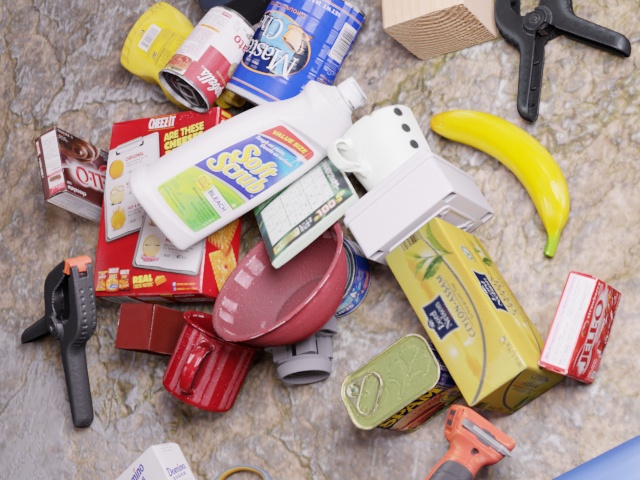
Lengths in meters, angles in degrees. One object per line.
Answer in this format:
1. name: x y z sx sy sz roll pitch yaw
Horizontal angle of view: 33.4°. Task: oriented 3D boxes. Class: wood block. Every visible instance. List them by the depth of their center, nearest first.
1. wood block: 0.117 -0.306 1.104 0.090 0.090 0.206 -12 71 30

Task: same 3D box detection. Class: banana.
1. banana: 0.181 -0.076 1.033 0.070 0.037 0.198 -45 58 14

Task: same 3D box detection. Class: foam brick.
1. foam brick: -0.185 0.102 1.200 0.051 0.078 0.053 1 78 32

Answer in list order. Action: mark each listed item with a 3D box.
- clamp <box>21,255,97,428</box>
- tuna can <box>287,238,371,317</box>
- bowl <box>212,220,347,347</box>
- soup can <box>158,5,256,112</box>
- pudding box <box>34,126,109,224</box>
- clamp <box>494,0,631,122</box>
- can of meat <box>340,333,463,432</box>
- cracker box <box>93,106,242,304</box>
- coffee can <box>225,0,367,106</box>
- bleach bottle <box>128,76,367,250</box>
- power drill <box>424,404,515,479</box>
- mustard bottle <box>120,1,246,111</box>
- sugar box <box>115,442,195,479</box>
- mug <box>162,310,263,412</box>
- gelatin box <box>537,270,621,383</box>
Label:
1. clamp: -0.306 0.097 1.260 0.165 0.036 0.210 40 130 36
2. tuna can: 0.009 0.036 1.118 0.086 0.033 0.086 -9 72 31
3. bowl: -0.029 0.051 1.058 0.162 0.055 0.162 -31 30 20
4. soup can: -0.123 -0.202 1.186 0.069 0.068 0.102 22 68 35
5. pudding box: -0.292 -0.077 1.297 0.039 0.113 0.090 -26 65 22
6. clamp: 0.212 -0.200 1.046 0.120 0.039 0.171 -39 53 14
7. can of meat: 0.084 0.138 1.011 0.102 0.083 0.057 -38 60 19
8. cracker box: -0.171 -0.035 1.232 0.164 0.072 0.213 -4 74 32
9. coffee can: -0.027 -0.204 1.163 0.103 0.102 0.140 30 94 35
10. bleach bottle: -0.068 -0.095 1.103 0.251 0.102 0.068 -33 23 10
11. power drill: 0.092 0.237 0.953 0.057 0.184 0.187 35 83 1
12. mustard bottle: -0.154 -0.208 1.274 0.192 0.058 0.096 37 92 35
13. sugar box: -0.153 0.312 1.128 0.093 0.048 0.176 -44 61 28
14. mug: -0.120 0.132 1.131 0.093 0.117 0.081 24 97 8
15. gelatin box: 0.230 0.078 0.938 0.030 0.073 0.089 17 86 34
